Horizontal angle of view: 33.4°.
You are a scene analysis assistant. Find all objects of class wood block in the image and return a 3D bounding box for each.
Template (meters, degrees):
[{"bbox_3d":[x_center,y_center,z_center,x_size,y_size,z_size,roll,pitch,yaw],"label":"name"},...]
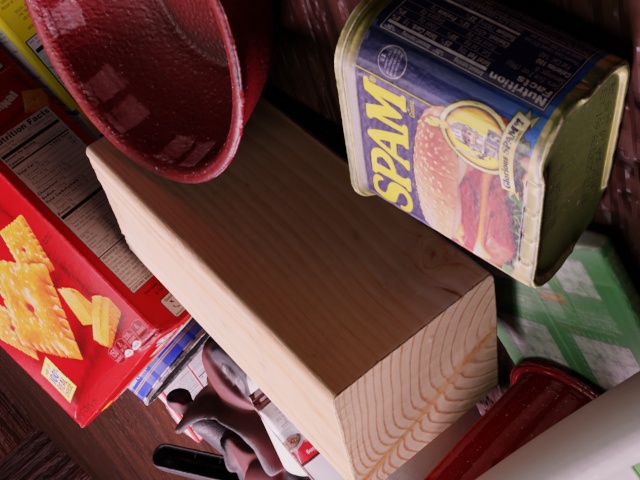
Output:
[{"bbox_3d":[-0.017,0.011,0.528,0.206,0.090,0.090,41,158,36],"label":"wood block"}]

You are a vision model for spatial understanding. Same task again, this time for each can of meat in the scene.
[{"bbox_3d":[0.058,-0.040,0.385,0.084,0.057,0.102,33,156,26],"label":"can of meat"}]

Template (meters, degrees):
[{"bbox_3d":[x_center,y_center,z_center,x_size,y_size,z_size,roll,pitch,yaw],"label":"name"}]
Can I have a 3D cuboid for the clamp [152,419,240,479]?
[{"bbox_3d":[-0.042,0.207,0.942,0.210,0.036,0.165,23,151,-3],"label":"clamp"}]

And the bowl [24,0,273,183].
[{"bbox_3d":[-0.072,-0.109,0.482,0.162,0.055,0.162,33,142,30],"label":"bowl"}]

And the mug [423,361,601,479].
[{"bbox_3d":[0.109,0.125,0.500,0.117,0.081,0.093,39,160,24],"label":"mug"}]

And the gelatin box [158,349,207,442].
[{"bbox_3d":[-0.113,0.130,0.983,0.030,0.073,0.089,22,148,50],"label":"gelatin box"}]

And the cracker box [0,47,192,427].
[{"bbox_3d":[-0.182,0.001,0.673,0.213,0.072,0.164,45,140,-1],"label":"cracker box"}]

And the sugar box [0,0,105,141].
[{"bbox_3d":[-0.164,-0.114,0.665,0.176,0.048,0.093,49,168,-25],"label":"sugar box"}]
